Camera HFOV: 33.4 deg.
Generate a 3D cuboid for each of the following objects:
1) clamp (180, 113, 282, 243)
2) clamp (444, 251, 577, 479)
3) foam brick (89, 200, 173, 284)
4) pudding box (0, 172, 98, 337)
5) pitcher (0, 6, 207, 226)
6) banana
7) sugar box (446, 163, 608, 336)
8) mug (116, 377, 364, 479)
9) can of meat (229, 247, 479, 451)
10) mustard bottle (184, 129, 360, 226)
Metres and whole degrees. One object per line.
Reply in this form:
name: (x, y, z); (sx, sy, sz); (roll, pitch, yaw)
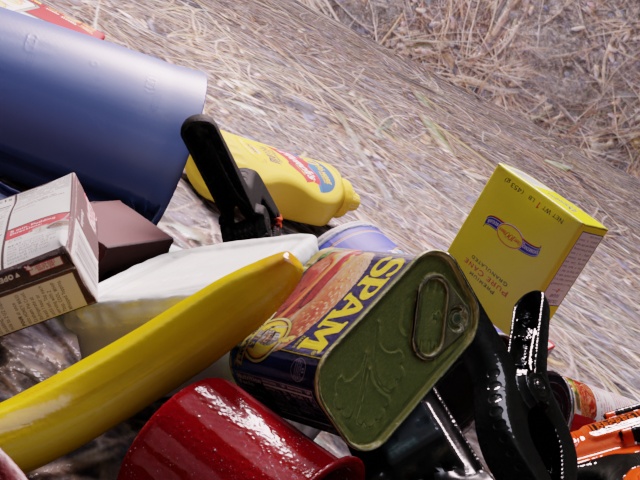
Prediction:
clamp: (-0.055, 0.001, 0.805); (0.036, 0.164, 0.210); (-12, -5, 7)
clamp: (0.122, 0.090, 0.647); (0.120, 0.039, 0.171); (6, 62, -43)
foam brick: (-0.143, 0.010, 0.691); (0.051, 0.053, 0.078); (34, 19, 18)
pudding box: (-0.171, 0.010, 0.591); (0.113, 0.090, 0.039); (-114, -176, -65)
pitcher: (-0.215, -0.094, 0.779); (0.242, 0.145, 0.149); (19, 7, -17)
banana: (-0.094, 0.065, 0.501); (0.197, 0.070, 0.037); (-29, 86, -24)
sugar box: (0.134, 0.039, 0.828); (0.048, 0.176, 0.093); (12, 23, -47)
mug: (-0.033, 0.116, 0.501); (0.082, 0.093, 0.117); (32, 19, 26)
can of meat: (0.014, 0.049, 0.532); (0.084, 0.102, 0.057); (5, -47, 53)
mustard bottle: (-0.035, -0.055, 1.034); (0.191, 0.058, 0.096); (14, 24, -41)
